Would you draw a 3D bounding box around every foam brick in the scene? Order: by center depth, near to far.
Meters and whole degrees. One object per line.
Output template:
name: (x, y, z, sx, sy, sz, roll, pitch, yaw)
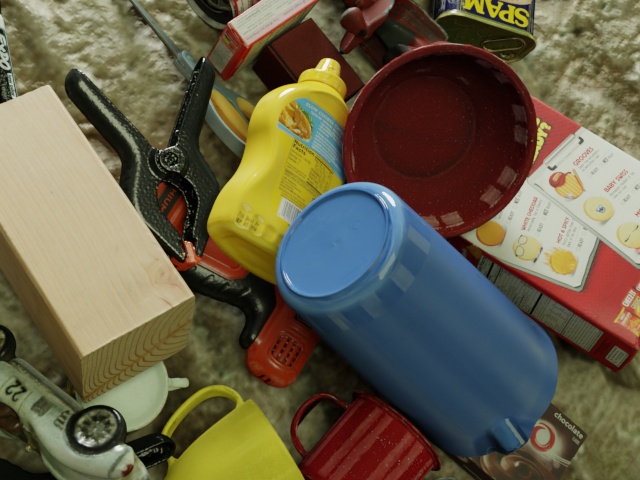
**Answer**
foam brick: (-0.012, -0.144, 0.933, 0.051, 0.053, 0.078, -40, 93, -23)

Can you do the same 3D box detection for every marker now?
marker: (-0.261, -0.151, 0.863, 0.020, 0.020, 0.121, -9, 80, -21)

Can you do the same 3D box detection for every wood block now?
wood block: (-0.186, 0.000, 0.783, 0.090, 0.090, 0.206, -29, 70, -24)

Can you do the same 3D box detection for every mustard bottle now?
mustard bottle: (-0.019, -0.066, 0.849, 0.096, 0.058, 0.191, 37, 59, -33)

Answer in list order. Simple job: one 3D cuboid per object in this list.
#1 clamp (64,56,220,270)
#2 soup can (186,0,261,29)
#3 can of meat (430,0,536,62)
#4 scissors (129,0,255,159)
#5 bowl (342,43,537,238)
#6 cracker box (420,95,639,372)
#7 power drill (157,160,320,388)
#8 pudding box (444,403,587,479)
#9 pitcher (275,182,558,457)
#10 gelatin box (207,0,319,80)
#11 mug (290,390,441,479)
clamp: (-0.130, -0.062, 0.814, 0.120, 0.039, 0.171, -3, 76, -20)
soup can: (-0.065, -0.240, 0.928, 0.068, 0.069, 0.102, 48, 66, -4)
can of meat: (0.155, -0.226, 1.010, 0.102, 0.058, 0.084, 13, 70, -17)
scissors: (-0.099, -0.142, 0.914, 0.096, 0.016, 0.202, 10, 41, -57)
bowl: (0.092, -0.085, 0.871, 0.162, 0.055, 0.162, -3, 111, -9)
cracker box: (0.215, -0.011, 0.938, 0.214, 0.072, 0.164, 33, 66, 14)
power drill: (-0.056, 0.001, 0.879, 0.187, 0.057, 0.184, 34, 65, -8)
pudding box: (0.162, 0.169, 0.925, 0.113, 0.039, 0.090, 42, 68, -6)
pitcher: (0.070, 0.055, 0.820, 0.242, 0.149, 0.145, 43, 61, -42)
gelatin box: (-0.049, -0.184, 0.917, 0.089, 0.073, 0.030, -40, 93, -23)
mug: (0.026, 0.173, 0.853, 0.117, 0.093, 0.081, 41, 72, 8)
